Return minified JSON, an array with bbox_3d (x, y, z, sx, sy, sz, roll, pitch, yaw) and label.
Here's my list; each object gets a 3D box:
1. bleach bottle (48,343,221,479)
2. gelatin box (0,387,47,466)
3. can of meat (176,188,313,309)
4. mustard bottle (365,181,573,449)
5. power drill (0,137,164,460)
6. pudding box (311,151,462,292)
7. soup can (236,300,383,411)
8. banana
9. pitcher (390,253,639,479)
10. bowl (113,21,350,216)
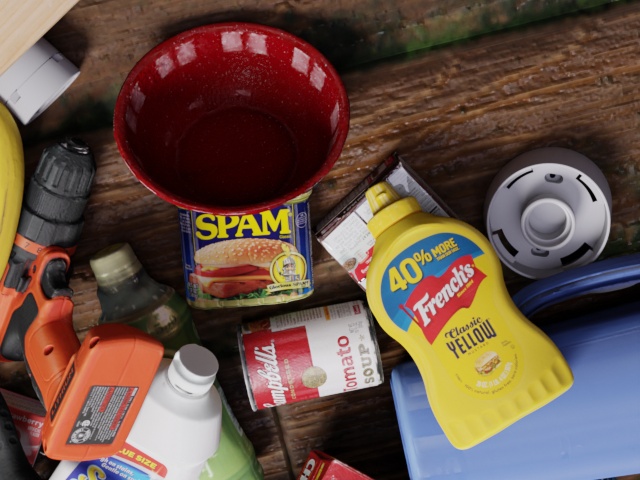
[{"bbox_3d":[-0.141,0.161,0.775,0.102,0.068,0.251,40,125,12],"label":"bleach bottle"},{"bbox_3d":[-0.265,0.152,0.839,0.089,0.030,0.073,20,104,-10],"label":"gelatin box"},{"bbox_3d":[-0.055,0.001,0.795,0.102,0.057,0.084,-4,109,-3],"label":"can of meat"},{"bbox_3d":[0.087,0.042,0.748,0.096,0.058,0.192,-31,77,1],"label":"mustard bottle"},{"bbox_3d":[-0.174,0.043,0.736,0.057,0.188,0.185,7,118,-37],"label":"power drill"},{"bbox_3d":[0.064,0.004,0.812,0.090,0.039,0.113,-43,106,8],"label":"pudding box"},{"bbox_3d":[-0.008,0.087,0.817,0.102,0.068,0.068,-11,107,-1],"label":"soup can"},{"bbox_3d":[-0.241,-0.016,0.747,0.070,0.037,0.198,12,96,35],"label":"banana"},{"bbox_3d":[0.178,0.114,0.809,0.243,0.145,0.149,-12,67,3],"label":"pitcher"},{"bbox_3d":[-0.060,-0.074,0.747,0.162,0.162,0.055,-4,150,-3],"label":"bowl"}]
